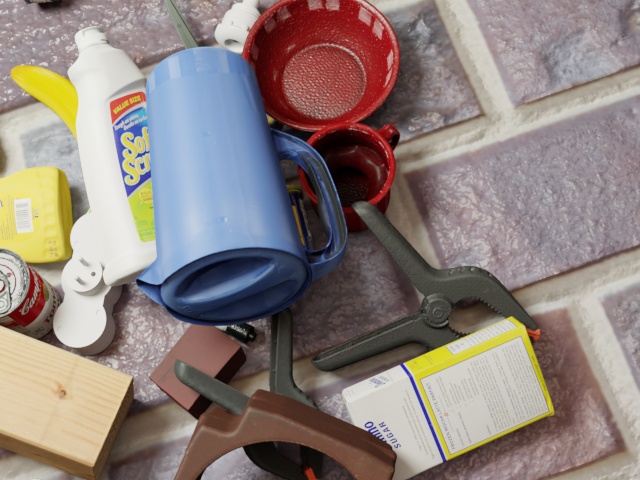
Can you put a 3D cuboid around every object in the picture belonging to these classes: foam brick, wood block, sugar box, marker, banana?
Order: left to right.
[{"bbox_3d":[-0.285,0.138,0.977,0.206,0.090,0.090,21,66,0],"label":"wood block"},{"bbox_3d":[-0.257,-0.117,1.111,0.069,0.037,0.198,-28,72,-5],"label":"banana"},{"bbox_3d":[-0.116,0.121,1.014,0.053,0.051,0.078,37,78,15],"label":"foam brick"},{"bbox_3d":[-0.117,0.068,1.048,0.121,0.020,0.020,26,76,12],"label":"marker"},{"bbox_3d":[0.116,0.147,0.974,0.176,0.048,0.093,-22,101,-1],"label":"sugar box"}]

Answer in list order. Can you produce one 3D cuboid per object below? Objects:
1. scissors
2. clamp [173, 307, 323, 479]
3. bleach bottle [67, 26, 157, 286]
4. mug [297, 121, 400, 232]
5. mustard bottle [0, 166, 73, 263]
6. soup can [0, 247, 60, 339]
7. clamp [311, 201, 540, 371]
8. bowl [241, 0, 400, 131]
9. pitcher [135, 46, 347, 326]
[{"bbox_3d":[-0.105,-0.182,1.118,0.096,0.016,0.202,-8,75,-13],"label":"scissors"},{"bbox_3d":[-0.041,0.145,0.982,0.120,0.039,0.171,-38,99,-10],"label":"clamp"},{"bbox_3d":[-0.195,-0.087,1.036,0.102,0.068,0.251,-12,80,-45],"label":"bleach bottle"},{"bbox_3d":[0.035,-0.066,1.048,0.093,0.081,0.117,38,79,15],"label":"mug"},{"bbox_3d":[-0.349,-0.018,1.073,0.191,0.058,0.096,-5,90,3],"label":"mustard bottle"},{"bbox_3d":[-0.296,0.054,1.023,0.068,0.102,0.068,-1,72,4],"label":"soup can"},{"bbox_3d":[0.099,0.072,1.002,0.210,0.036,0.164,20,100,-7],"label":"clamp"},{"bbox_3d":[0.002,-0.176,1.100,0.162,0.055,0.162,-1,72,4],"label":"bowl"},{"bbox_3d":[-0.083,-0.055,0.971,0.145,0.149,0.243,-33,54,31],"label":"pitcher"}]
